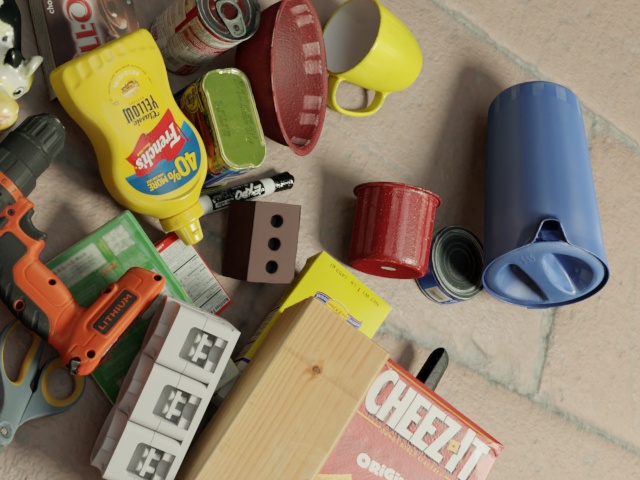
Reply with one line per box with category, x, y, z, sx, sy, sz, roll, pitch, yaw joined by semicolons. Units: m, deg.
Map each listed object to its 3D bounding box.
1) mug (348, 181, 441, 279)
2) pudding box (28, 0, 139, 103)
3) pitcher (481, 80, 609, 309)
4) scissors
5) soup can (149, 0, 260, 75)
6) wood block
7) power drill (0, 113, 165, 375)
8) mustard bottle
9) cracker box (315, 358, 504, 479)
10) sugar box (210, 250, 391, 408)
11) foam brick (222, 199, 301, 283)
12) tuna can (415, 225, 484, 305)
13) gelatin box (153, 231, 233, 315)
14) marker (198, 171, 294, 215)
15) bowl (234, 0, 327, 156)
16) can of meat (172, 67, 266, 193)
mug;0.078;-0.005;1.114;0.117;0.093;0.081;40;56;-64
pudding box;-0.212;-0.186;0.975;0.089;0.039;0.113;-12;86;-37
pitcher;0.244;-0.050;1.199;0.144;0.149;0.243;26;52;-30
scissors;-0.238;0.154;0.855;0.096;0.016;0.201;31;45;-36
soup can;-0.111;-0.204;1.010;0.068;0.102;0.068;9;73;-33
wood block;-0.039;0.162;0.921;0.091;0.090;0.206;37;69;-8
power drill;-0.223;0.006;0.878;0.187;0.057;0.184;37;69;1
mustard bottle;-0.154;-0.082;0.945;0.096;0.058;0.191;-34;107;-31
cracker box;0.051;0.236;1.002;0.164;0.072;0.213;38;71;-11
sugar box;-0.018;0.106;1.013;0.093;0.048;0.176;39;65;-8
foam brick;-0.057;0.001;1.019;0.052;0.051;0.078;5;92;-34
tuna can;0.144;0.027;1.177;0.086;0.034;0.086;9;74;-33
gelatin box;-0.134;0.045;0.979;0.073;0.030;0.089;-42;102;-36
marker;-0.074;-0.047;1.050;0.120;0.020;0.020;-19;90;-37
bowl;-0.042;-0.164;1.052;0.162;0.055;0.162;0;90;-71
can of meat;-0.100;-0.103;1.006;0.057;0.084;0.102;-13;87;-36
